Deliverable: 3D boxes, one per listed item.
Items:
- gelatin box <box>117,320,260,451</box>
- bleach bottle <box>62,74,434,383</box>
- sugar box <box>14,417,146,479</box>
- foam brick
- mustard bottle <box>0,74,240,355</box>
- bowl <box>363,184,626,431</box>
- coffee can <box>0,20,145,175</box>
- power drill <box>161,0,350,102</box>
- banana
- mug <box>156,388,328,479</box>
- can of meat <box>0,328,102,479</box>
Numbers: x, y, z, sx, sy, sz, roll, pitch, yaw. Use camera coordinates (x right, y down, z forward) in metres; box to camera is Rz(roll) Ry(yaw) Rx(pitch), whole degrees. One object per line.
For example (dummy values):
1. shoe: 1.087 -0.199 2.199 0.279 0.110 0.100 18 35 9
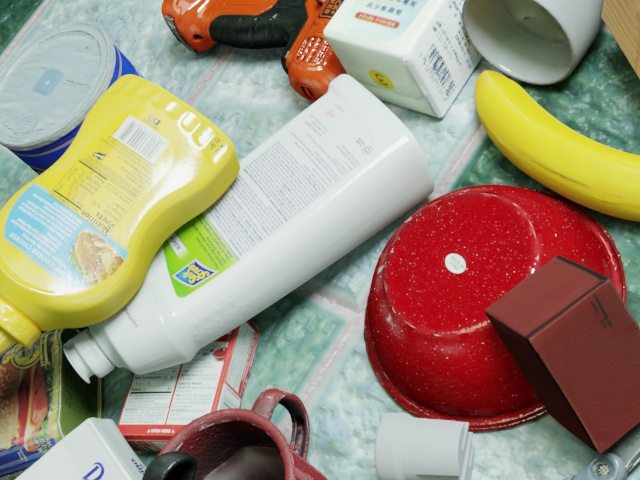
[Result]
1. gelatin box: -0.085 0.091 0.688 0.073 0.030 0.089 -5 56 28
2. bleach bottle: -0.054 0.001 0.681 0.250 0.068 0.103 -35 47 -6
3. sugar box: -0.174 0.197 0.644 0.176 0.048 0.093 -38 75 0
4. foam brick: 0.132 0.057 0.544 0.053 0.078 0.051 -36 19 -6
5. mustard bottle: -0.142 -0.006 0.644 0.096 0.058 0.191 35 75 16
6. bowl: 0.089 0.025 0.616 0.162 0.055 0.162 -15 54 22
7. coffee can: -0.152 -0.071 0.759 0.103 0.140 0.103 -15 54 21
8. power drill: -0.019 -0.199 0.820 0.188 0.057 0.184 17 70 36
9. banana: 0.158 -0.053 0.642 0.198 0.037 0.069 28 49 36
10. mug: -0.035 0.140 0.594 0.093 0.081 0.117 3 62 31
11. can of meat: -0.196 0.115 0.720 0.084 0.057 0.102 -20 52 15
